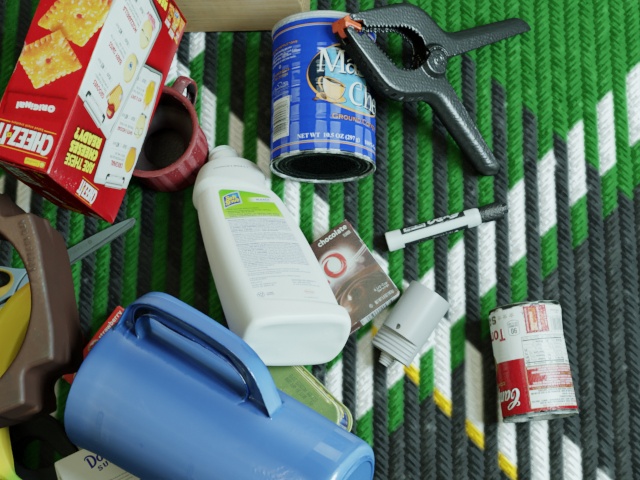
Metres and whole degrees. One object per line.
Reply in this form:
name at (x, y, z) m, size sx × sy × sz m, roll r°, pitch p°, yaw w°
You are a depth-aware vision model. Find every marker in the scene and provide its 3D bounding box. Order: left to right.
marker at (0.122, -0.015, 1.031) m, size 0.121 × 0.020 × 0.020 m, roll -16°, pitch 76°, yaw 3°

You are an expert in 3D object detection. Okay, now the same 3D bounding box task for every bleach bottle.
bleach bottle at (-0.056, 0.001, 0.991) m, size 0.102 × 0.068 × 0.251 m, roll 1°, pitch 43°, yaw -23°

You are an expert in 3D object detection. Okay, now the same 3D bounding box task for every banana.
banana at (-0.291, 0.133, 0.985) m, size 0.069 × 0.037 × 0.198 m, roll 0°, pitch 77°, yaw 5°

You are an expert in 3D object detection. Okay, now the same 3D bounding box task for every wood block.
wood block at (-0.117, -0.269, 1.084) m, size 0.206 × 0.090 × 0.091 m, roll 0°, pitch 77°, yaw 7°

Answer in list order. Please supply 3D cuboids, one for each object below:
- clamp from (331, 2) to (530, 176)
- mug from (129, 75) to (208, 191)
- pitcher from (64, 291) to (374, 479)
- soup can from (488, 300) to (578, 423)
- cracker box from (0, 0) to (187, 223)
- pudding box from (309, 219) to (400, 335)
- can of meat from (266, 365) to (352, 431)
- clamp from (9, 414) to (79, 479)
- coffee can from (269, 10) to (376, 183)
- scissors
clamp at (0.110, -0.176, 1.018) m, size 0.209 × 0.036 × 0.164 m, roll 26°, pitch 74°, yaw -22°
mug at (-0.152, -0.107, 1.054) m, size 0.093 × 0.081 × 0.117 m, roll 20°, pitch 80°, yaw 11°
pitcher at (-0.080, 0.156, 0.880) m, size 0.243 × 0.149 × 0.145 m, roll 25°, pitch 78°, yaw 23°
soup can at (0.192, 0.111, 0.969) m, size 0.068 × 0.068 × 0.102 m, roll -7°, pitch 76°, yaw 5°
cracker box at (-0.202, -0.141, 0.940) m, size 0.072 × 0.164 × 0.213 m, roll 16°, pitch 79°, yaw 12°
pudding box at (0.007, 0.050, 1.020) m, size 0.113 × 0.039 × 0.090 m, roll -35°, pitch 74°, yaw -3°
can of meat at (-0.023, 0.148, 0.978) m, size 0.102 × 0.084 × 0.057 m, roll 43°, pitch 85°, yaw 14°
clamp at (-0.309, 0.204, 1.023) m, size 0.171 × 0.039 × 0.120 m, roll 22°, pitch 81°, yaw 14°
coffee can at (0.003, -0.136, 1.031) m, size 0.103 × 0.103 × 0.140 m, roll -1°, pitch 77°, yaw 7°
scissors at (-0.272, 0.048, 1.067) m, size 0.202 × 0.016 × 0.096 m, roll -15°, pitch 77°, yaw 3°
